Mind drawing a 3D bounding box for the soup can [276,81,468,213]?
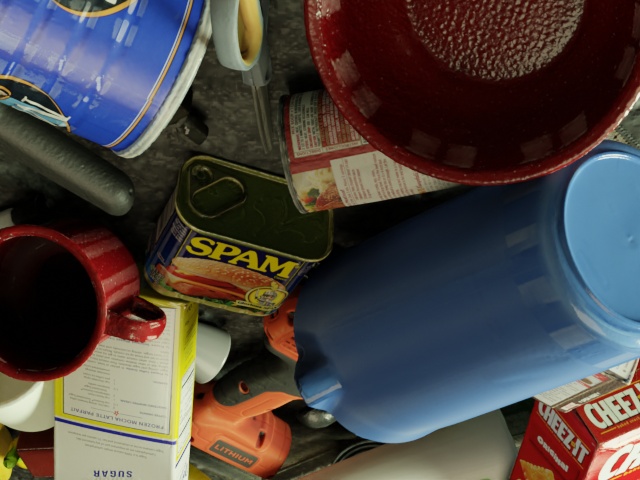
[{"bbox_3d":[0.034,-0.056,0.591,0.102,0.068,0.068,-9,142,12],"label":"soup can"}]

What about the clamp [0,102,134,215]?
[{"bbox_3d":[-0.201,-0.078,0.583,0.165,0.036,0.210,2,142,14],"label":"clamp"}]

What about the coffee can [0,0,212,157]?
[{"bbox_3d":[-0.132,-0.111,0.491,0.140,0.103,0.103,23,137,-27],"label":"coffee can"}]

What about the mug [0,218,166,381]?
[{"bbox_3d":[-0.149,0.034,0.652,0.117,0.081,0.093,16,101,8],"label":"mug"}]

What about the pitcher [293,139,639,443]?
[{"bbox_3d":[0.101,0.029,0.612,0.144,0.149,0.243,24,153,-20],"label":"pitcher"}]

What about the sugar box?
[{"bbox_3d":[-0.137,0.102,0.748,0.093,0.048,0.176,11,117,8],"label":"sugar box"}]

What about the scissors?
[{"bbox_3d":[-0.031,-0.110,0.549,0.016,0.096,0.201,9,174,5],"label":"scissors"}]

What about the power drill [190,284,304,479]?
[{"bbox_3d":[-0.005,0.120,0.826,0.184,0.057,0.188,33,130,-25],"label":"power drill"}]

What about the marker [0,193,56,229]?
[{"bbox_3d":[-0.222,-0.004,0.701,0.121,0.020,0.020,-20,138,24],"label":"marker"}]

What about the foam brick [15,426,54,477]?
[{"bbox_3d":[-0.203,0.142,0.846,0.053,0.078,0.051,-2,141,2],"label":"foam brick"}]

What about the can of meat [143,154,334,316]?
[{"bbox_3d":[-0.055,0.001,0.677,0.102,0.057,0.084,16,143,-18],"label":"can of meat"}]

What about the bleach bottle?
[{"bbox_3d":[0.039,0.215,0.876,0.251,0.068,0.102,-19,139,1],"label":"bleach bottle"}]

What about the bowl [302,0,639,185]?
[{"bbox_3d":[0.076,-0.110,0.498,0.162,0.055,0.162,8,116,17],"label":"bowl"}]
